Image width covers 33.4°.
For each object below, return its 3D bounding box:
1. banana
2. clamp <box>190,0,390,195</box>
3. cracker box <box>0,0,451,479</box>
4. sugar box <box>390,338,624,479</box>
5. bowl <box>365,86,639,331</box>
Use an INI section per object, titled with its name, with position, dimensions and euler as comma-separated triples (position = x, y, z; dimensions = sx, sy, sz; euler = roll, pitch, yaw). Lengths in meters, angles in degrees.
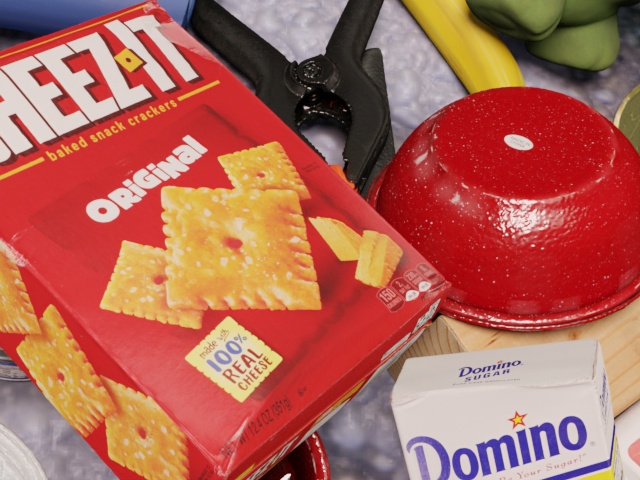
[banana]
position = 0.076, -0.147, 0.670
dimensions = 0.037, 0.069, 0.198
euler = -37, 81, 12
[clamp]
position = -0.016, -0.091, 0.618
dimensions = 0.120, 0.039, 0.171
euler = -7, 56, 4
[cracker box]
position = -0.069, -0.001, 0.476
dimensions = 0.214, 0.072, 0.163
euler = 45, 45, 13
[sugar box]
position = 0.097, 0.137, 0.494
dimensions = 0.048, 0.093, 0.176
euler = -52, 130, -62
[bowl]
position = 0.102, -0.031, 0.549
dimensions = 0.162, 0.055, 0.162
euler = -2, 44, 2
